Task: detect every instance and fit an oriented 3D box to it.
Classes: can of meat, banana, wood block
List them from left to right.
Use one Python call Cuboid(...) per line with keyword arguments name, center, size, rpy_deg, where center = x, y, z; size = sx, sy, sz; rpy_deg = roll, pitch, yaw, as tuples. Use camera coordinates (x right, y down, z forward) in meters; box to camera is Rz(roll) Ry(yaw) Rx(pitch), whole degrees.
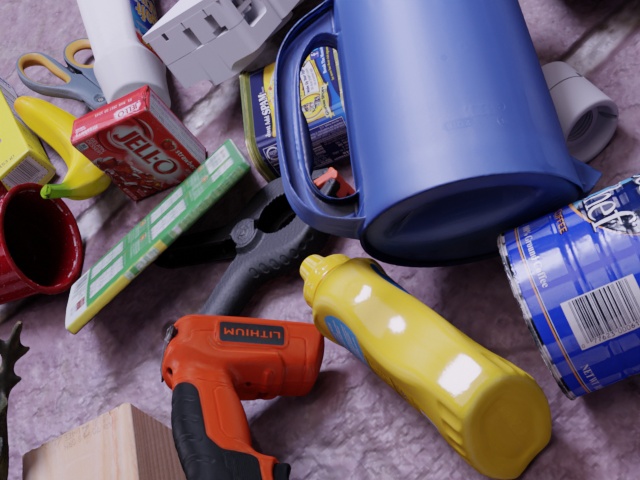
Cuboid(name="banana", center=(-0.219, -0.081, 0.927), size=(0.037, 0.069, 0.198), rpy_deg=(-60, 32, 14))
Cuboid(name="wood block", center=(-0.114, 0.217, 0.639), size=(0.090, 0.090, 0.206), rpy_deg=(-28, 49, 14))
Cuboid(name="can of meat", center=(-0.010, -0.099, 0.814), size=(0.084, 0.057, 0.102), rpy_deg=(-21, 50, 16))

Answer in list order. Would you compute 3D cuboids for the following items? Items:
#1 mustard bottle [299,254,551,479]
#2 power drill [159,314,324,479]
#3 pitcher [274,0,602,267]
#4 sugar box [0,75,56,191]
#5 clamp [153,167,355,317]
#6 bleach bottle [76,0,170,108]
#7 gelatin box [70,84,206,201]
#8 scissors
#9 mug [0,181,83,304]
Cuboid(name="mustard bottle", center=(0.048, 0.060, 0.640), size=(0.058, 0.096, 0.192), rpy_deg=(-48, 47, -5))
Cuboid(name="power drill", center=(-0.025, 0.128, 0.630), size=(0.184, 0.057, 0.187), rpy_deg=(6, 38, -13))
Cuboid(name="pitcher", center=(0.060, -0.112, 0.661), size=(0.145, 0.149, 0.243), rpy_deg=(-27, 63, 35))
Cuboid(name="sugar box", center=(-0.318, -0.090, 1.009), size=(0.093, 0.048, 0.176), rpy_deg=(-41, 48, 2))
Cuboid(name="clamp", center=(-0.055, 0.001, 0.787), size=(0.171, 0.039, 0.120), rpy_deg=(-40, 50, 2))
Cuboid(name="bleach bottle", center=(-0.176, -0.184, 0.961), size=(0.068, 0.102, 0.251), rpy_deg=(-24, 56, 7))
Cuboid(name="gelatin box", center=(-0.145, -0.076, 0.860), size=(0.073, 0.089, 0.030), rpy_deg=(-21, 50, 19))
Cuboid(name="scissors", center=(-0.192, -0.137, 0.977), size=(0.202, 0.016, 0.096), rpy_deg=(27, 51, 24))
Cuboid(name="mug", center=(-0.261, -0.002, 0.870), size=(0.082, 0.117, 0.093), rpy_deg=(-17, 21, 28))
